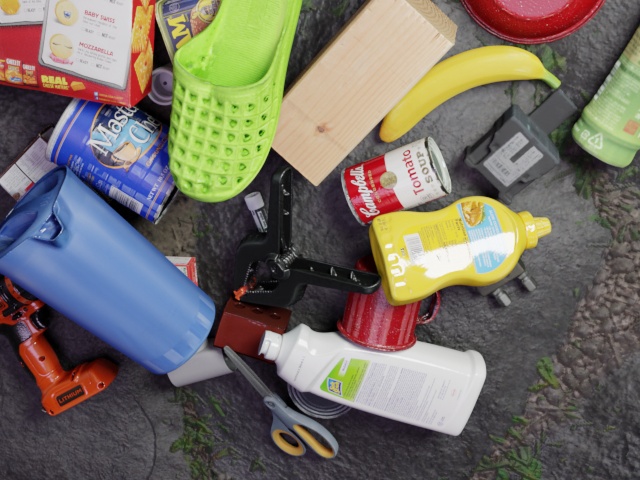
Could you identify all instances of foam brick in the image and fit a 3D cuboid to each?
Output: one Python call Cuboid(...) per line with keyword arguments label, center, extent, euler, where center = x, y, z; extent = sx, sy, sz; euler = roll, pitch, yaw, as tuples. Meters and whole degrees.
Cuboid(label="foam brick", center=(-0.080, 0.104, 1.266), extent=(0.078, 0.053, 0.051), euler=(16, 115, 2))

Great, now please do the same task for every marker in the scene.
Cuboid(label="marker", center=(-0.058, 0.002, 1.235), extent=(0.020, 0.020, 0.121), euler=(-15, 110, 16))

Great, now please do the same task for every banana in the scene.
Cuboid(label="banana", center=(0.146, -0.159, 1.115), extent=(0.198, 0.037, 0.069), euler=(-16, 108, 17))

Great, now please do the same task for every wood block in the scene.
Cuboid(label="wood block", center=(0.036, -0.168, 1.103), extent=(0.091, 0.090, 0.206), euler=(41, 114, -9))

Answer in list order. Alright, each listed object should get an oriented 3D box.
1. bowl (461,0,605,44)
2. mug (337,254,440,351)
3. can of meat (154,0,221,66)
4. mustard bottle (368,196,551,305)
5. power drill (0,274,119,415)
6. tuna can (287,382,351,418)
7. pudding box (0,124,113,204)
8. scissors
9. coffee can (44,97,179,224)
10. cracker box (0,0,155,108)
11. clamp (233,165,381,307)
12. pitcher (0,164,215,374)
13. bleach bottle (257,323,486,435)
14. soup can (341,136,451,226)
Cuboid(label="bowl", center=(0.209, -0.267, 1.046), extent=(0.162, 0.055, 0.162), euler=(4, 113, 9))
Cuboid(label="mug", center=(0.083, 0.068, 1.205), extent=(0.117, 0.093, 0.081), euler=(4, 112, -20))
Cuboid(label="can of meat", center=(-0.116, -0.216, 1.131), extent=(0.084, 0.057, 0.102), euler=(-13, 110, 14))
Cuboid(label="mustard bottle", center=(0.154, 0.003, 1.140), extent=(0.191, 0.058, 0.096), euler=(-12, 74, -8))
Cuboid(label="power drill", center=(-0.334, 0.112, 1.317), extent=(0.185, 0.057, 0.187), euler=(-29, 102, 25))
Cuboid(label="tuna can", center=(0.005, 0.170, 1.288), extent=(0.086, 0.033, 0.086), euler=(4, 114, 9))
Cuboid(label="pudding box", center=(-0.307, -0.064, 1.244), extent=(0.090, 0.039, 0.113), euler=(-40, 103, 23))
Cuboid(label="scissors", center=(-0.064, 0.204, 1.300), extent=(0.201, 0.016, 0.096), euler=(41, 139, -14))
Cuboid(label="coffee can", center=(-0.216, -0.097, 1.176), extent=(0.140, 0.102, 0.103), euler=(31, 115, -4))
Cuboid(label="cracker box", center=(-0.252, -0.256, 1.078), extent=(0.164, 0.072, 0.214), euler=(11, 117, 9))
Cuboid(label="clamp", center=(-0.031, 0.028, 1.182), extent=(0.164, 0.036, 0.210), euler=(47, 140, 2))
Cuboid(label="pitcher", center=(-0.239, 0.038, 1.181), extent=(0.145, 0.149, 0.242), euler=(-33, 120, 28))
Cuboid(label="bleach bottle", center=(0.054, 0.144, 1.222), extent=(0.250, 0.068, 0.103), euler=(17, 108, -8))
Cuboid(label="soup can", center=(0.082, -0.064, 1.152), extent=(0.102, 0.068, 0.068), euler=(-20, 108, 18))
